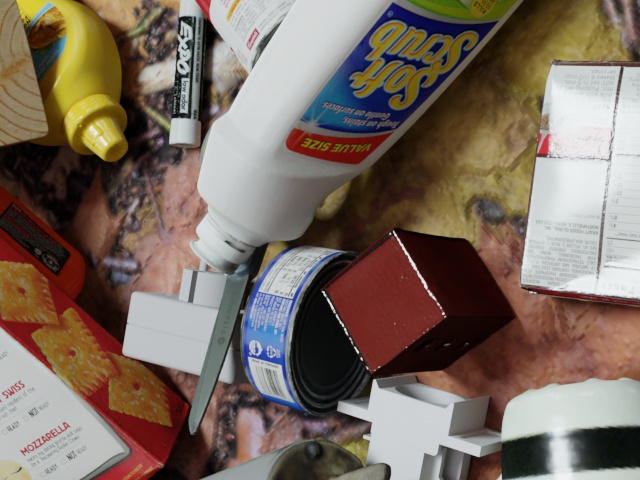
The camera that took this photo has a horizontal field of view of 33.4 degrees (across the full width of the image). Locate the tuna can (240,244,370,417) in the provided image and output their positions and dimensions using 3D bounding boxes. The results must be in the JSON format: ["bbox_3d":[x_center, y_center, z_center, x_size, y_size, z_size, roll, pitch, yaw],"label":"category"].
[{"bbox_3d":[-0.003,0.046,0.553,0.034,0.086,0.086,10,90,35],"label":"tuna can"}]

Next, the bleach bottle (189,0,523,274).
[{"bbox_3d":[0.023,-0.087,0.529,0.251,0.102,0.068,-53,49,12],"label":"bleach bottle"}]

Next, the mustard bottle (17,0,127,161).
[{"bbox_3d":[-0.182,-0.119,0.702,0.096,0.058,0.192,-51,61,19],"label":"mustard bottle"}]

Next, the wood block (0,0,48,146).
[{"bbox_3d":[-0.270,-0.091,0.692,0.207,0.090,0.090,-3,103,50],"label":"wood block"}]

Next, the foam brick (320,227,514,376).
[{"bbox_3d":[0.049,0.031,0.526,0.053,0.078,0.051,-42,65,25],"label":"foam brick"}]

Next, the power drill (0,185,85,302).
[{"bbox_3d":[-0.259,0.042,0.689,0.184,0.057,0.188,42,111,-17],"label":"power drill"}]

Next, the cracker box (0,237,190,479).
[{"bbox_3d":[-0.211,0.089,0.630,0.213,0.072,0.164,44,113,-11],"label":"cracker box"}]

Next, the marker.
[{"bbox_3d":[-0.080,-0.118,0.659,0.020,0.020,0.121,1,86,33],"label":"marker"}]

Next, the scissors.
[{"bbox_3d":[-0.054,0.001,0.592,0.096,0.016,0.201,19,74,36],"label":"scissors"}]

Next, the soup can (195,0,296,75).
[{"bbox_3d":[-0.034,-0.141,0.603,0.069,0.068,0.102,-45,64,21],"label":"soup can"}]
